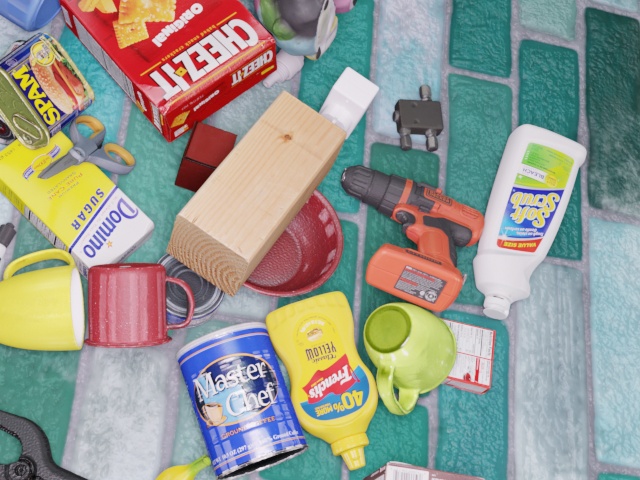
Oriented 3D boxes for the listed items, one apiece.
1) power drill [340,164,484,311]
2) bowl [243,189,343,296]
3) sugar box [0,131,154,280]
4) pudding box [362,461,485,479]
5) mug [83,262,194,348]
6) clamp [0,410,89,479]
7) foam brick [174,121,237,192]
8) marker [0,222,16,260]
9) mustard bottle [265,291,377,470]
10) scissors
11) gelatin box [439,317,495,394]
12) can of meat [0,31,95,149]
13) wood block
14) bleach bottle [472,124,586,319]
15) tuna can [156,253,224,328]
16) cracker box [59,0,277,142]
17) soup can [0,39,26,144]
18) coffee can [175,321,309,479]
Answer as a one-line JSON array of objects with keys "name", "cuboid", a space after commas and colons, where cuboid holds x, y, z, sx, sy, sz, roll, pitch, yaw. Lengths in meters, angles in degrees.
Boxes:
[{"name": "power drill", "cuboid": [0.101, -0.010, 1.236, 0.184, 0.057, 0.187, 21, 35, -3]}, {"name": "bowl", "cuboid": [-0.058, 0.002, 1.223, 0.162, 0.055, 0.162, 8, 60, -14]}, {"name": "sugar box", "cuboid": [-0.278, -0.044, 1.189, 0.176, 0.048, 0.093, 43, 63, 5]}, {"name": "pudding box", "cuboid": [0.109, 0.272, 1.144, 0.113, 0.090, 0.039, 13, 63, -10]}, {"name": "mug", "cuboid": [-0.191, 0.066, 1.124, 0.117, 0.093, 0.081, 0, 93, -1]}, {"name": "clamp", "cuboid": [-0.288, 0.234, 1.074, 0.120, 0.039, 0.171, -23, 76, -25]}, {"name": "foam brick", "cuboid": [-0.133, -0.092, 1.234, 0.051, 0.078, 0.053, 18, 66, -9]}, {"name": "marker", "cuboid": [-0.360, 0.033, 1.148, 0.020, 0.020, 0.121, 23, 64, -6]}, {"name": "mustard bottle", "cuboid": [0.010, 0.159, 1.179, 0.096, 0.058, 0.192, -17, 74, -7]}, {"name": "scissors", "cuboid": [-0.250, -0.084, 1.168, 0.096, 0.016, 0.202, 36, 21, -19]}, {"name": "gelatin box", "cuboid": [0.158, 0.134, 1.249, 0.089, 0.030, 0.073, 14, 64, -10]}, {"name": "can of meat", "cuboid": [-0.307, -0.164, 1.161, 0.083, 0.058, 0.102, -49, 117, -37]}, {"name": "wood block", "cuboid": [-0.068, -0.053, 1.163, 0.091, 0.090, 0.205, 34, 58, 3]}, {"name": "bleach bottle", "cuboid": [0.253, -0.017, 1.323, 0.102, 0.068, 0.250, 22, 66, -6]}, {"name": "tuna can", "cuboid": [-0.149, 0.052, 1.192, 0.086, 0.034, 0.086, 6, 67, -14]}, {"name": "cracker box", "cuboid": [-0.179, -0.246, 1.256, 0.164, 0.072, 0.214, -37, 71, -15]}, {"name": "soup can", "cuboid": [-0.349, -0.168, 1.209, 0.068, 0.069, 0.102, 29, 62, -3]}, {"name": "coffee can", "cuboid": [-0.083, 0.169, 1.124, 0.102, 0.103, 0.140, -14, 73, -21]}]
